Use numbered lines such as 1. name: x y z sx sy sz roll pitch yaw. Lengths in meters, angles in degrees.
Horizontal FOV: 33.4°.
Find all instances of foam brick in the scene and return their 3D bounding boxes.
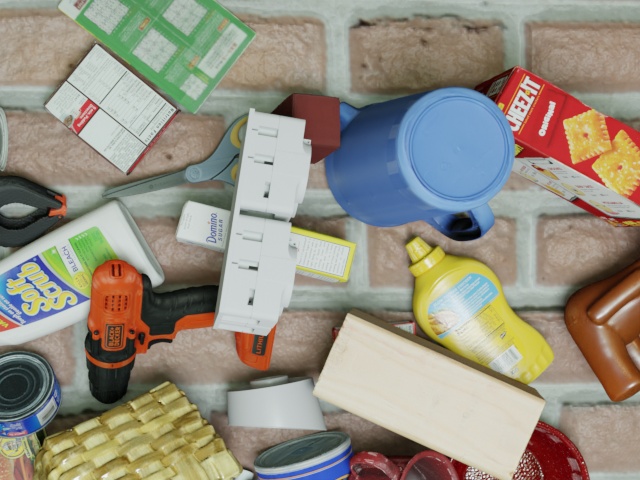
1. foam brick: -0.016 -0.113 1.083 0.051 0.078 0.053 4 80 -20

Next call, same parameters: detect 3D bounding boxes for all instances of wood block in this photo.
1. wood block: 0.105 0.151 1.060 0.206 0.091 0.090 24 91 4

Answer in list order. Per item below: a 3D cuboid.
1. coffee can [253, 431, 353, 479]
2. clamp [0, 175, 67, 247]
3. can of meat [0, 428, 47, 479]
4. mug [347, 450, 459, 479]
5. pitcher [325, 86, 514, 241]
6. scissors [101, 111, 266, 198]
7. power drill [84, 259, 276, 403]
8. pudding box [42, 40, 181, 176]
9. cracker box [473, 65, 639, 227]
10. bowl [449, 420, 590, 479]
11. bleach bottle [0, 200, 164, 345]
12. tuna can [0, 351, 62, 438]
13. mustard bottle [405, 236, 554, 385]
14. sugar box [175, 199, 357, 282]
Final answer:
1. coffee can: -0.001 0.280 1.097 0.102 0.103 0.140 -16 94 -4
2. clamp: -0.345 -0.017 1.084 0.171 0.039 0.120 2 127 -12
3. can of meat: -0.319 0.237 1.094 0.084 0.057 0.102 -14 93 -6
4. mug: 0.071 0.245 1.042 0.117 0.082 0.093 47 54 -27
5. pitcher: 0.101 -0.072 1.021 0.149 0.243 0.145 2 91 -12
6. scissors: -0.124 -0.088 1.108 0.201 0.016 0.096 1 88 -10
7. power drill: -0.142 0.096 1.076 0.187 0.057 0.185 -1 133 -16
8. pudding box: -0.214 -0.135 1.097 0.113 0.039 0.090 40 88 -7
9. cracker box: 0.252 -0.090 1.071 0.213 0.164 0.072 28 88 -5
10. bowl: 0.201 0.263 1.135 0.162 0.055 0.162 0 92 -4
11. bleach bottle: -0.292 0.060 1.087 0.251 0.068 0.102 -30 92 -1
12. tuna can: -0.307 0.155 1.079 0.086 0.034 0.086 -1 50 1
13. mustard bottle: 0.153 0.075 1.123 0.096 0.058 0.191 -38 95 0
14. sugar box: -0.057 0.001 1.086 0.176 0.093 0.048 17 86 -6
